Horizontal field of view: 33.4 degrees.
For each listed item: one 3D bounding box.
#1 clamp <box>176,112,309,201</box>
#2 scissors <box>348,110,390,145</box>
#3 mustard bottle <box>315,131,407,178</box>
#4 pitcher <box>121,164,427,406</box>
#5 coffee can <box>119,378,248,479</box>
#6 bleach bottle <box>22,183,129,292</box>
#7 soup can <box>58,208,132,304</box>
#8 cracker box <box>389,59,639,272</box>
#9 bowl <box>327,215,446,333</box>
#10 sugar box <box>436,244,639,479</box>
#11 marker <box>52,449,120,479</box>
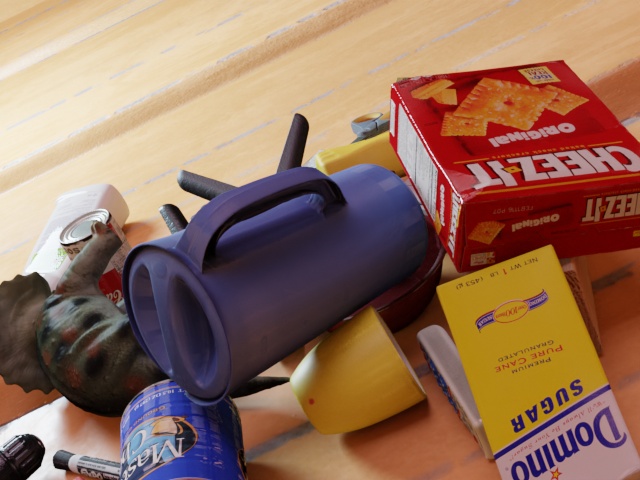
[{"bbox_3d":[-0.064,-0.039,1.171,0.164,0.036,0.210,-22,53,1],"label":"clamp"},{"bbox_3d":[0.044,-0.126,1.279,0.096,0.016,0.201,-2,22,45],"label":"scissors"},{"bbox_3d":[0.092,-0.095,1.120,0.191,0.058,0.096,-19,1,-1],"label":"mustard bottle"},{"bbox_3d":[-0.026,0.016,0.858,0.242,0.145,0.149,-27,8,-37],"label":"pitcher"},{"bbox_3d":[-0.108,0.190,0.842,0.103,0.103,0.140,-24,28,4],"label":"coffee can"},{"bbox_3d":[-0.324,0.028,1.323,0.103,0.068,0.250,-14,32,24],"label":"bleach bottle"},{"bbox_3d":[-0.248,0.023,1.229,0.068,0.102,0.068,-20,30,11],"label":"soup can"},{"bbox_3d":[0.160,-0.069,0.872,0.164,0.072,0.214,-8,34,-8],"label":"cracker box"},{"bbox_3d":[0.051,0.042,1.002,0.162,0.055,0.162,-20,29,12],"label":"bowl"},{"bbox_3d":[0.153,0.099,0.751,0.093,0.048,0.176,-22,59,9],"label":"sugar box"},{"bbox_3d":[-0.205,0.209,0.978,0.121,0.020,0.020,1,38,40],"label":"marker"}]
